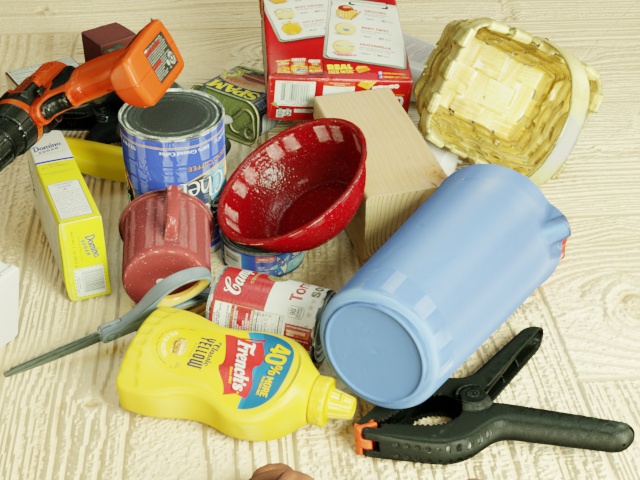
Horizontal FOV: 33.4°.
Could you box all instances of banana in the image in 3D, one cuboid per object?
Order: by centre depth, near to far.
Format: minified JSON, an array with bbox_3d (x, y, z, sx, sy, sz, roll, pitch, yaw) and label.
[{"bbox_3d":[-0.201,-0.085,1.152,0.197,0.070,0.037,6,68,-4],"label":"banana"}]

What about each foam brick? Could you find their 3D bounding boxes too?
[{"bbox_3d":[-0.263,-0.226,1.341,0.052,0.078,0.051,-24,44,-30],"label":"foam brick"}]

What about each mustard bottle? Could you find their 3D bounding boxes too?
[{"bbox_3d":[-0.064,0.116,0.879,0.192,0.058,0.096,12,45,15],"label":"mustard bottle"}]

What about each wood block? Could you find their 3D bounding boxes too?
[{"bbox_3d":[0.060,-0.070,1.115,0.090,0.090,0.206,-8,37,-12],"label":"wood block"}]

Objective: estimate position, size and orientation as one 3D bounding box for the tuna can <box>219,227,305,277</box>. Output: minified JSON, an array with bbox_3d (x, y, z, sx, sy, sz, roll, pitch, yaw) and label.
[{"bbox_3d":[-0.057,0.001,1.061,0.086,0.034,0.086,0,35,0],"label":"tuna can"}]

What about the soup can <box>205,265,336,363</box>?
[{"bbox_3d":[-0.042,0.066,0.942,0.102,0.068,0.068,12,37,15],"label":"soup can"}]

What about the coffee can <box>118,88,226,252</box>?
[{"bbox_3d":[-0.144,-0.066,1.062,0.103,0.140,0.103,1,36,-1],"label":"coffee can"}]

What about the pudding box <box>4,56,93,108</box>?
[{"bbox_3d":[-0.325,-0.181,1.312,0.089,0.039,0.114,-21,39,-26],"label":"pudding box"}]

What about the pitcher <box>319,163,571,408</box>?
[{"bbox_3d":[0.095,0.039,0.916,0.145,0.149,0.242,36,40,14],"label":"pitcher"}]

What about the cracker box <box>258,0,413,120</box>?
[{"bbox_3d":[0.013,-0.230,1.263,0.164,0.072,0.213,0,46,-7],"label":"cracker box"}]

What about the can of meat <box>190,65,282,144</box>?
[{"bbox_3d":[-0.091,-0.165,1.276,0.102,0.057,0.083,22,38,26],"label":"can of meat"}]

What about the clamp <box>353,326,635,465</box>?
[{"bbox_3d":[0.127,0.133,0.876,0.210,0.036,0.164,-9,28,-6],"label":"clamp"}]

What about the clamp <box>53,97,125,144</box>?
[{"bbox_3d":[-0.253,-0.130,1.240,0.171,0.039,0.120,-20,55,-30],"label":"clamp"}]

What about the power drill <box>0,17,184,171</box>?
[{"bbox_3d":[-0.234,-0.137,1.017,0.188,0.057,0.184,-14,31,25],"label":"power drill"}]

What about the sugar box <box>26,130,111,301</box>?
[{"bbox_3d":[-0.250,-0.028,1.049,0.048,0.093,0.176,-11,38,-18],"label":"sugar box"}]

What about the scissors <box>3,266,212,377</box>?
[{"bbox_3d":[-0.174,0.068,0.927,0.201,0.096,0.016,-15,63,-26],"label":"scissors"}]

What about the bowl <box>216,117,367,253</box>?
[{"bbox_3d":[-0.016,-0.041,1.011,0.162,0.055,0.162,-22,39,19],"label":"bowl"}]

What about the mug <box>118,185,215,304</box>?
[{"bbox_3d":[-0.141,0.004,0.991,0.093,0.117,0.081,7,39,-13],"label":"mug"}]
